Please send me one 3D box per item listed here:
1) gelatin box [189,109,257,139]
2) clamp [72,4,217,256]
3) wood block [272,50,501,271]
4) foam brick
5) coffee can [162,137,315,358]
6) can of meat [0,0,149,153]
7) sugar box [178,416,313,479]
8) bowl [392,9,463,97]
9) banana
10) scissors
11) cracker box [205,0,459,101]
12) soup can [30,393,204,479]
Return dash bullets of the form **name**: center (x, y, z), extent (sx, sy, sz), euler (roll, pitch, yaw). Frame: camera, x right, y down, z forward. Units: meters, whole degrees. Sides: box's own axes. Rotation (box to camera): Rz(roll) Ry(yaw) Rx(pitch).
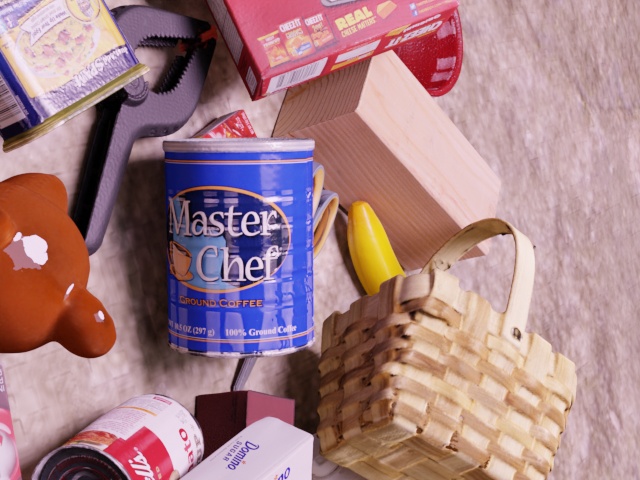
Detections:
- **gelatin box**: center (-0.067, -0.044, 0.808), extent (0.073, 0.030, 0.089), euler (-45, 115, -47)
- **clamp**: center (-0.137, -0.093, 0.728), extent (0.209, 0.036, 0.164), euler (-34, 108, -47)
- **wood block**: center (0.064, -0.071, 0.933), extent (0.206, 0.091, 0.090), euler (43, 49, -36)
- **foam brick**: center (-0.054, 0.148, 0.753), extent (0.051, 0.053, 0.078), euler (23, 63, -47)
- **coffee can**: center (-0.055, 0.001, 0.728), extent (0.102, 0.103, 0.140), euler (-9, 101, -52)
- **can of meat**: center (-0.165, -0.114, 0.636), extent (0.101, 0.058, 0.084), euler (-42, 111, -40)
- **sugar box**: center (-0.049, 0.208, 0.685), extent (0.093, 0.048, 0.176), euler (-31, 131, -46)
- **bowl**: center (0.070, -0.207, 1.007), extent (0.161, 0.055, 0.162), euler (18, 66, -48)
- **banana**: center (0.078, 0.044, 0.956), extent (0.197, 0.037, 0.069), euler (39, 65, -34)
- **scissors**: center (-0.029, 0.018, 0.825), extent (0.096, 0.016, 0.201), euler (84, 26, -43)
- **cracker box**: center (-0.018, -0.231, 0.795), extent (0.164, 0.072, 0.214), euler (-24, 84, -14)
- **soup can**: center (-0.119, 0.138, 0.640), extent (0.102, 0.069, 0.068), euler (-30, 105, -72)
